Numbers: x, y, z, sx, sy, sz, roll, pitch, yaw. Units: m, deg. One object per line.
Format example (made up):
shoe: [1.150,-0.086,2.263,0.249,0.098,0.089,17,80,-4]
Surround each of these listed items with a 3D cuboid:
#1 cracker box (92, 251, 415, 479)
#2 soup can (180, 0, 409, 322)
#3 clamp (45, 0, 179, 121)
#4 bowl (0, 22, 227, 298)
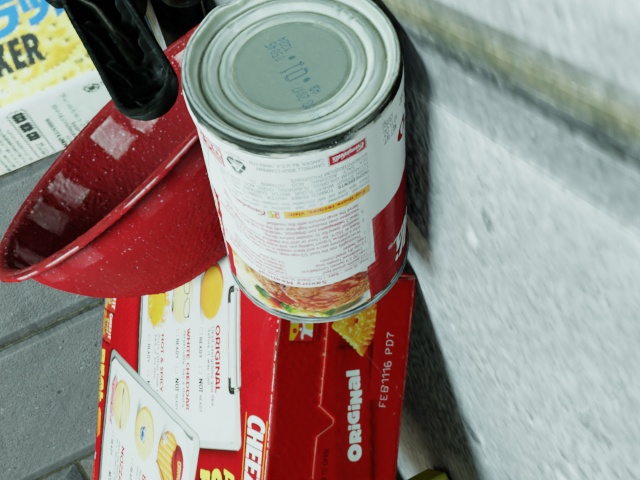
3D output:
cracker box: [-0.043,0.082,0.506,0.214,0.072,0.164,10,95,61]
soup can: [-0.005,-0.026,0.353,0.068,0.068,0.102,58,168,31]
clamp: [-0.106,-0.120,0.425,0.120,0.039,0.171,58,180,-30]
bowl: [-0.064,-0.029,0.458,0.055,0.162,0.162,44,178,-24]
